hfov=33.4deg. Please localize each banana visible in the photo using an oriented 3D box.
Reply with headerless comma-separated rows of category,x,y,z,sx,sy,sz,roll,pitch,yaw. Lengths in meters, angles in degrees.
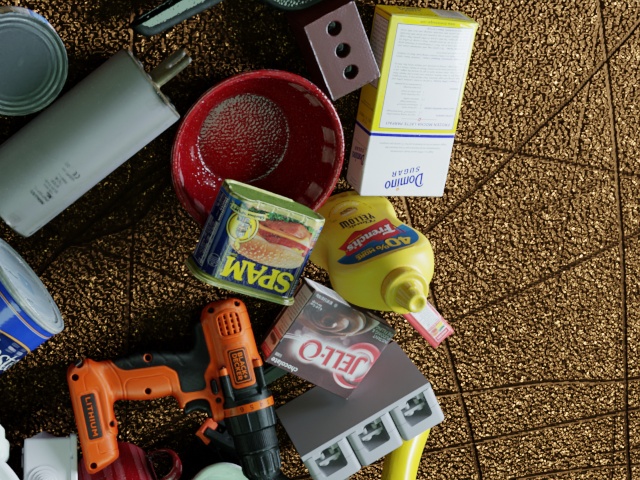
banana,0.093,0.270,1.162,0.069,0.037,0.198,10,77,-42

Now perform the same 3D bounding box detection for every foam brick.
foam brick,0.011,-0.176,0.958,0.053,0.051,0.078,-29,121,-7

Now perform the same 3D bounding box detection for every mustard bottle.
mustard bottle,0.050,0.016,0.982,0.096,0.192,0.058,-18,119,-13

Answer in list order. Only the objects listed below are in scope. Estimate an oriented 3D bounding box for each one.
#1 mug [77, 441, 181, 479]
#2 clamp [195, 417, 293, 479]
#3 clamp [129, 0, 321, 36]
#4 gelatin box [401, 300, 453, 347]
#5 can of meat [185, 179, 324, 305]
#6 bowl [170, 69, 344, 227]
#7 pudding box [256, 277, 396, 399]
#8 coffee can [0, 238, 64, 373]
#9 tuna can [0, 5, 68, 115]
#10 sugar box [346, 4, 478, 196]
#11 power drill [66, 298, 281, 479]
mug,-0.191,0.248,1.063,0.117,0.082,0.093,-35,121,-3
clamp,-0.070,0.254,1.116,0.171,0.039,0.120,45,131,-5
clamp,-0.056,-0.255,0.903,0.209,0.036,0.165,-4,115,-18
gelatin box,0.087,0.059,1.078,0.030,0.089,0.073,-43,122,0
can of meat,-0.056,0.001,0.947,0.102,0.057,0.084,17,103,-28
bowl,-0.062,-0.084,0.971,0.162,0.055,0.162,-8,117,-17
pudding box,0.007,0.099,1.075,0.113,0.039,0.090,29,100,-28
coffee can,-0.310,0.077,0.924,0.140,0.103,0.102,-36,122,-2
tuna can,-0.253,-0.149,0.879,0.086,0.034,0.086,-8,117,-18
sugar box,0.085,-0.130,1.013,0.093,0.048,0.176,0,117,-22
power drill,-0.138,0.162,1.022,0.187,0.057,0.184,-13,85,-15
